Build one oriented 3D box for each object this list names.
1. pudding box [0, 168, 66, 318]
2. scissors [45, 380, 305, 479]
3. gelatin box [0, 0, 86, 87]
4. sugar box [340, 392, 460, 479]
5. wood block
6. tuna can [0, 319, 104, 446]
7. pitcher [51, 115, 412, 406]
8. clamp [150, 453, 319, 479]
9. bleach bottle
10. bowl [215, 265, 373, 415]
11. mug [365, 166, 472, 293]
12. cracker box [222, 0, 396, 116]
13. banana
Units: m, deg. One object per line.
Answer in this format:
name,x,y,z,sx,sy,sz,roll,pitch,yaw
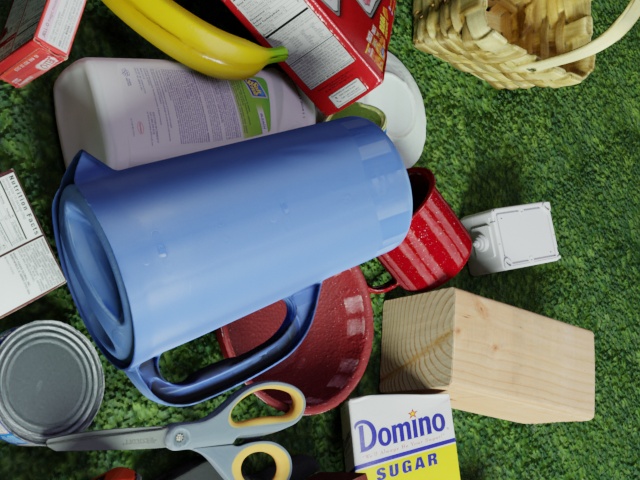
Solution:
pudding box,-0.239,0.013,0.716,0.113,0.039,0.090,-33,103,-43
scissors,-0.095,0.158,0.773,0.201,0.016,0.096,-15,101,-32
gelatin box,-0.198,-0.161,0.769,0.030,0.073,0.089,27,63,-34
sugar box,0.071,0.218,0.895,0.093,0.048,0.176,-1,69,-11
wood block,0.162,0.115,1.013,0.205,0.091,0.090,18,69,-38
tuna can,-0.195,0.099,0.737,0.085,0.034,0.086,11,73,-40
pitcher,-0.055,0.001,0.765,0.242,0.149,0.145,-19,50,-27
clamp,-0.063,0.203,0.828,0.171,0.039,0.120,38,51,-37
bleach bottle,-0.086,-0.093,0.861,0.250,0.068,0.102,-6,80,-44
bowl,-0.032,0.063,0.876,0.161,0.055,0.162,11,73,-39
mug,0.077,0.002,0.974,0.117,0.093,0.081,-43,117,-6
cracker box,-0.029,-0.231,0.908,0.213,0.072,0.164,46,31,-23
banana,-0.120,-0.176,0.825,0.197,0.037,0.069,33,30,-7
